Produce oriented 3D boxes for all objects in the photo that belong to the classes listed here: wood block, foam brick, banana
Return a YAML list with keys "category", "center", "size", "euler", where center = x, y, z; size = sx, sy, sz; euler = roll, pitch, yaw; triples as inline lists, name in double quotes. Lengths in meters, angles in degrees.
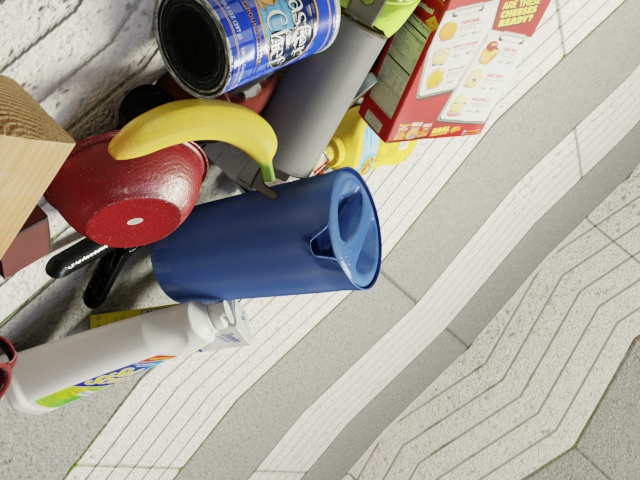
- category: "wood block"
  center: [-0.300, -0.027, 0.853]
  size: [0.206, 0.091, 0.090]
  euler: [-53, 159, 17]
- category: "foam brick"
  center: [-0.279, -0.017, 0.934]
  size: [0.051, 0.078, 0.053]
  euler: [-34, 154, -29]
- category: "banana"
  center: [-0.105, -0.097, 0.980]
  size: [0.197, 0.037, 0.069]
  euler: [6, 91, -44]

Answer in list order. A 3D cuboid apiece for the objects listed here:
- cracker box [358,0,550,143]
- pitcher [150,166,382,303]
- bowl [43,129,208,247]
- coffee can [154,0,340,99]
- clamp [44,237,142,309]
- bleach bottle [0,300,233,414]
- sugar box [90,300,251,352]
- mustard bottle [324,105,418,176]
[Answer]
- category: "cracker box"
  center: [0.154, -0.219, 1.227]
  size: [0.163, 0.072, 0.214]
  euler: [-9, 136, -37]
- category: "pitcher"
  center: [-0.058, 0.001, 1.190]
  size: [0.149, 0.243, 0.145]
  euler: [49, 40, -48]
- category: "bowl"
  center: [-0.181, -0.039, 1.017]
  size: [0.162, 0.055, 0.162]
  euler: [-12, 153, -7]
- category: "coffee can"
  center: [-0.066, -0.200, 0.976]
  size: [0.140, 0.103, 0.103]
  euler: [-31, 155, -36]
- category: "clamp"
  center: [-0.218, -0.005, 1.136]
  size: [0.171, 0.039, 0.120]
  euler: [-53, 165, -1]
- category: "bleach bottle"
  center: [-0.219, 0.120, 1.181]
  size: [0.251, 0.068, 0.102]
  euler: [-21, 163, 6]
- category: "sugar box"
  center: [-0.178, 0.108, 1.284]
  size: [0.176, 0.048, 0.093]
  euler: [-10, 159, 4]
- category: "mustard bottle"
  center: [0.056, -0.132, 1.407]
  size: [0.191, 0.058, 0.096]
  euler: [-23, 135, -46]
